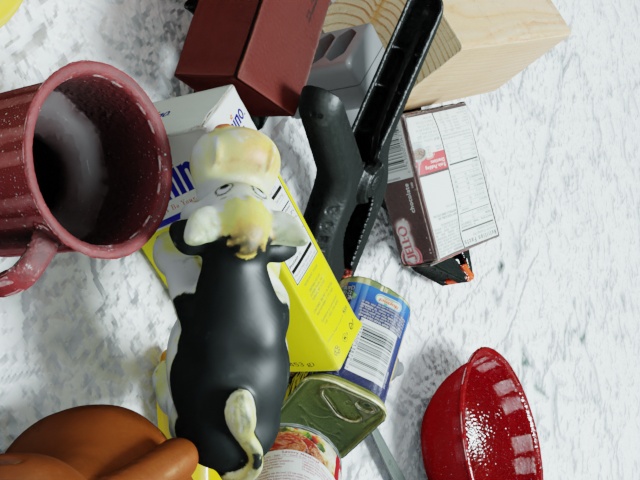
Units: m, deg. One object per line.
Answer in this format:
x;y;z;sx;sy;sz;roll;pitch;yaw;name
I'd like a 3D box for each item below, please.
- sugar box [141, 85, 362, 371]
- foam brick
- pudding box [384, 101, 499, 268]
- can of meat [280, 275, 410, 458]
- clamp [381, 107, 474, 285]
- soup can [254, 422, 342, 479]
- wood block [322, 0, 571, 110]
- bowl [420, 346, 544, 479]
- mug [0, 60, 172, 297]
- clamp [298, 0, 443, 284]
-0.054;0.001;0.615;0.176;0.093;0.048;59;40;-31;sugar box
-0.037;-0.114;0.599;0.052;0.051;0.078;32;70;-48;foam brick
0.087;-0.043;0.807;0.089;0.039;0.113;-18;96;-49;pudding box
0.014;0.083;0.697;0.057;0.102;0.084;26;54;-6;can of meat
0.071;-0.028;0.844;0.120;0.039;0.171;-41;112;-42;clamp
-0.022;0.166;0.628;0.102;0.068;0.068;-85;153;-62;soup can
0.103;-0.168;0.841;0.205;0.091;0.090;-20;78;-53;wood block
0.126;0.170;0.865;0.162;0.055;0.162;36;46;-49;bowl
-0.136;-0.024;0.512;0.093;0.082;0.117;44;52;-43;mug
0.016;-0.043;0.679;0.164;0.036;0.210;-42;152;-52;clamp
